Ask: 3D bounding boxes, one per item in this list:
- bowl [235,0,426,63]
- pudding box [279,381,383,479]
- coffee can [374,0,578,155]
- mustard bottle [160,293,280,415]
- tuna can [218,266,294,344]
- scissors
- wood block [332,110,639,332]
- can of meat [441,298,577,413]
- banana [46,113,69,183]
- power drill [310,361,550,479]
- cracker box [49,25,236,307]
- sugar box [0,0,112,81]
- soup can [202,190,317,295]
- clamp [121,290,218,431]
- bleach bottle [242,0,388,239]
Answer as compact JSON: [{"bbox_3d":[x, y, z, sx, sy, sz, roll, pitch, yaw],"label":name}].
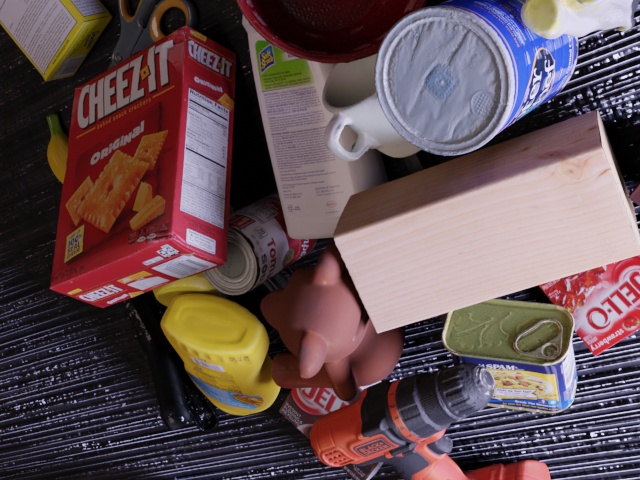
[{"bbox_3d":[0.007,-0.215,0.839,0.162,0.055,0.162,0,89,-4],"label":"bowl"},{"bbox_3d":[0.026,0.164,1.023,0.113,0.039,0.090,39,125,14],"label":"pudding box"},{"bbox_3d":[0.116,-0.130,0.778,0.103,0.140,0.103,13,116,28],"label":"coffee can"},{"bbox_3d":[-0.086,0.122,1.025,0.096,0.058,0.191,15,152,16],"label":"mustard bottle"},{"bbox_3d":[-0.059,0.058,1.037,0.086,0.033,0.086,13,116,28],"label":"tuna can"},{"bbox_3d":[-0.174,-0.174,1.027,0.096,0.016,0.202,33,124,17],"label":"scissors"},{"bbox_3d":[0.126,-0.014,0.811,0.206,0.090,0.091,-19,108,19],"label":"wood block"},{"bbox_3d":[0.158,0.096,0.874,0.102,0.057,0.084,5,142,22],"label":"can of meat"},{"bbox_3d":[-0.212,-0.065,1.083,0.198,0.037,0.070,24,122,23],"label":"banana"},{"bbox_3d":[0.112,0.178,0.908,0.185,0.057,0.187,-27,125,38],"label":"power drill"},{"bbox_3d":[-0.159,-0.064,0.957,0.164,0.072,0.213,-19,59,36],"label":"cracker box"},{"bbox_3d":[-0.290,-0.253,1.051,0.176,0.048,0.093,53,128,8],"label":"sugar box"},{"bbox_3d":[-0.056,0.001,0.969,0.069,0.102,0.068,13,115,28],"label":"soup can"},{"bbox_3d":[-0.163,0.101,1.071,0.036,0.164,0.210,-25,85,-1],"label":"clamp"},{"bbox_3d":[-0.006,-0.130,0.908,0.103,0.068,0.251,-5,104,33],"label":"bleach bottle"}]
